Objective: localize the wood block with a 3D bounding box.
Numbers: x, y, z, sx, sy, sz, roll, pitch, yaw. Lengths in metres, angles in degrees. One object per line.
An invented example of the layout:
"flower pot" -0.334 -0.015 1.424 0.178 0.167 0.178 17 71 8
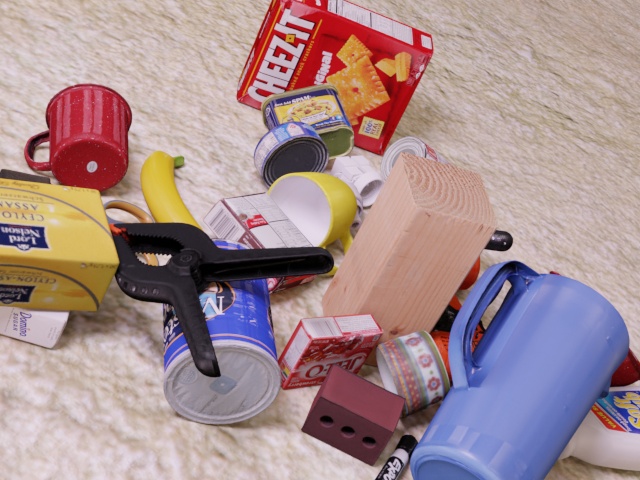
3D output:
"wood block" 0.084 0.025 1.075 0.090 0.206 0.090 14 37 -18

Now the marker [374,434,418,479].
"marker" 0.063 0.216 0.980 0.020 0.020 0.121 34 35 9

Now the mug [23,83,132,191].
"mug" -0.256 -0.103 1.129 0.117 0.093 0.081 -11 47 0

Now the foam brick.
"foam brick" 0.031 0.163 0.998 0.078 0.053 0.051 26 34 0

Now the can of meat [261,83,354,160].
"can of meat" -0.015 -0.143 1.337 0.102 0.057 0.084 -13 49 -8

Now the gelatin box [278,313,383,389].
"gelatin box" 0.008 0.108 1.036 0.089 0.073 0.030 -1 44 -36

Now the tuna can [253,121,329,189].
"tuna can" -0.035 -0.099 1.262 0.085 0.086 0.034 1 41 -33

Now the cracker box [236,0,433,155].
"cracker box" 0.018 -0.224 1.391 0.213 0.164 0.072 19 33 -12

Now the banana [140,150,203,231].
"banana" -0.155 -0.041 1.149 0.069 0.037 0.198 6 40 -28

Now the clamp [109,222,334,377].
"clamp" -0.104 0.025 0.933 0.210 0.036 0.164 28 49 36

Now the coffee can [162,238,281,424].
"coffee can" -0.093 0.081 0.976 0.102 0.103 0.140 13 37 -20

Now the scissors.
"scissors" -0.225 -0.006 1.024 0.201 0.016 0.096 0 57 -58

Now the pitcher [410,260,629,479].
"pitcher" 0.180 0.144 1.010 0.149 0.145 0.242 26 50 20

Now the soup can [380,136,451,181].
"soup can" 0.130 -0.078 1.328 0.102 0.069 0.068 33 24 -44

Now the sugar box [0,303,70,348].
"sugar box" -0.308 0.030 0.950 0.176 0.048 0.093 21 35 -15

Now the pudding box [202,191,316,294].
"pudding box" -0.058 0.001 1.138 0.113 0.039 0.089 50 26 15
